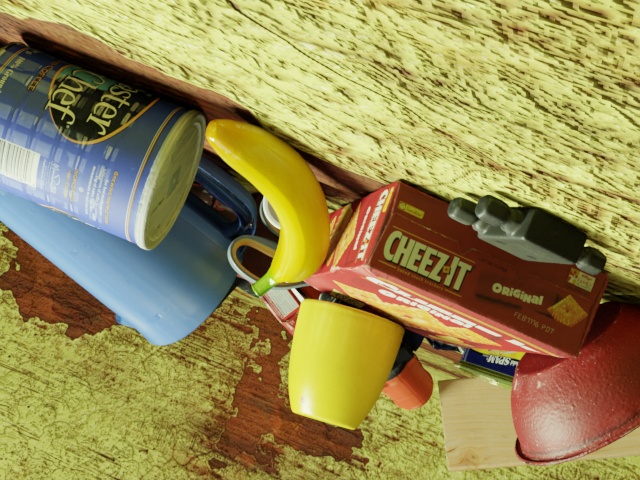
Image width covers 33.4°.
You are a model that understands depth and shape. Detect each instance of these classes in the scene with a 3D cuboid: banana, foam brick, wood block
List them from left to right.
[{"bbox_3d":[-0.057,0.001,1.016,0.053,0.078,0.051,24,171,-16],"label":"foam brick"},{"bbox_3d":[-0.029,-0.022,0.761,0.037,0.069,0.198,58,167,37],"label":"banana"},{"bbox_3d":[0.227,0.177,1.069,0.206,0.091,0.090,-7,167,8],"label":"wood block"}]

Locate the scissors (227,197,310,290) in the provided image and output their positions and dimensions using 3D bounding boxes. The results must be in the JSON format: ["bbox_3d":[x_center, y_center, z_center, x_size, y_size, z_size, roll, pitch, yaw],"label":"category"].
[{"bbox_3d":[0.020,0.018,0.915,0.201,0.096,0.016,14,162,-13],"label":"scissors"}]

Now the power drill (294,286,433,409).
[{"bbox_3d":[0.022,0.068,1.048,0.184,0.057,0.188,51,-179,-41],"label":"power drill"}]

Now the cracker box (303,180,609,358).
[{"bbox_3d":[0.089,0.029,0.805,0.164,0.072,0.214,23,172,-10],"label":"cracker box"}]

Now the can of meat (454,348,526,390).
[{"bbox_3d":[0.177,0.089,0.929,0.057,0.084,0.102,27,171,-37],"label":"can of meat"}]

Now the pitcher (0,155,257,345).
[{"bbox_3d":[-0.182,-0.032,0.915,0.242,0.149,0.145,41,165,-30],"label":"pitcher"}]

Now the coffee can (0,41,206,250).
[{"bbox_3d":[-0.164,-0.066,0.745,0.140,0.103,0.103,22,173,5],"label":"coffee can"}]

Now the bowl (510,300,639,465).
[{"bbox_3d":[0.195,0.092,0.776,0.055,0.162,0.162,54,169,-4],"label":"bowl"}]

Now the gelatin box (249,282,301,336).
[{"bbox_3d":[-0.044,0.056,1.089,0.089,0.030,0.073,52,178,25],"label":"gelatin box"}]
